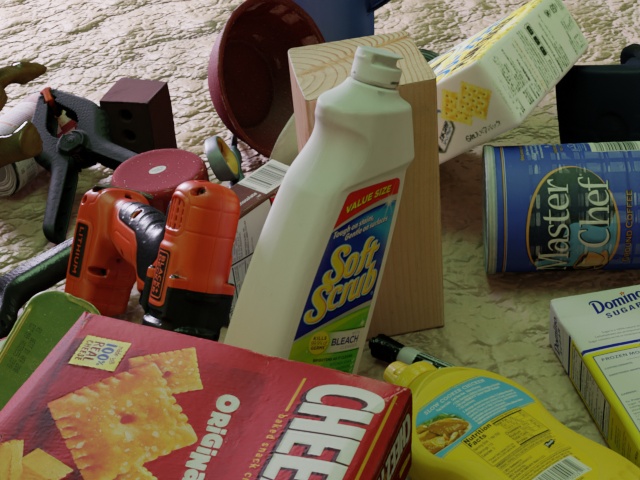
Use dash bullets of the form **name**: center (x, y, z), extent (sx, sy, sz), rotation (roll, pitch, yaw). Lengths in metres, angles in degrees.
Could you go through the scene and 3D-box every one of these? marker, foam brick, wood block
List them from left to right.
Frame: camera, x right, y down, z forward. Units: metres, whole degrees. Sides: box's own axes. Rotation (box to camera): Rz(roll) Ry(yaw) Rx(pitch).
- **foam brick**: center (-0.178, -0.114, 1.053), extent (0.053, 0.078, 0.051), rotation (6, 34, 17)
- **wood block**: center (0.035, -0.036, 0.785), extent (0.090, 0.206, 0.090), rotation (-10, 33, -5)
- **marker**: center (0.084, 0.093, 0.752), extent (0.121, 0.020, 0.020), rotation (21, 42, 35)

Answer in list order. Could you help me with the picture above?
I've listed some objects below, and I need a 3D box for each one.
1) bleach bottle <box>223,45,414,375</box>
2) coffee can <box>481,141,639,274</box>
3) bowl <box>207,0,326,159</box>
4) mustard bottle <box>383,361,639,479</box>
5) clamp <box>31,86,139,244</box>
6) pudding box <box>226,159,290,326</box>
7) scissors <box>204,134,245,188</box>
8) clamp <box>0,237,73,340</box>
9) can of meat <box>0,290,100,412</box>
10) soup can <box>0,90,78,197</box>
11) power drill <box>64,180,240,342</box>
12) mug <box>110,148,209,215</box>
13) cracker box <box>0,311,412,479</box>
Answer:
- **bleach bottle**: center (0.000, 0.000, 0.684), extent (0.102, 0.251, 0.068), rotation (-2, 23, -44)
- **coffee can**: center (0.199, -0.026, 0.838), extent (0.140, 0.103, 0.102), rotation (-1, 34, 7)
- **bowl**: center (-0.058, -0.155, 1.041), extent (0.055, 0.162, 0.161), rotation (-3, 28, 42)
- **mustard bottle**: center (0.104, 0.129, 0.660), extent (0.096, 0.058, 0.192), rotation (-26, 38, -25)
- **clamp**: center (-0.231, -0.074, 0.990), extent (0.120, 0.039, 0.172), rotation (-34, 55, -15)
- **pudding box**: center (-0.056, 0.001, 0.850), extent (0.039, 0.090, 0.113), rotation (22, 42, 33)
- **scissors**: center (-0.075, -0.060, 0.997), extent (0.016, 0.096, 0.201), rotation (-25, 2, 6)
- **clamp**: center (-0.282, 0.048, 0.861), extent (0.165, 0.036, 0.209), rotation (2, 36, 25)
- **can of meat**: center (-0.185, 0.093, 0.705), extent (0.057, 0.084, 0.102), rotation (24, 57, -2)
- **soup can**: center (-0.295, -0.096, 1.053), extent (0.069, 0.068, 0.102), rotation (11, 38, 23)
- **power drill**: center (-0.127, 0.040, 0.772), extent (0.057, 0.184, 0.188), rotation (11, 4, -35)
- **mug**: center (-0.121, -0.023, 0.903), extent (0.117, 0.081, 0.093), rotation (13, 38, 26)
- **cracker box**: center (-0.074, 0.129, 0.581), extent (0.214, 0.072, 0.164), rotation (10, 37, 19)
